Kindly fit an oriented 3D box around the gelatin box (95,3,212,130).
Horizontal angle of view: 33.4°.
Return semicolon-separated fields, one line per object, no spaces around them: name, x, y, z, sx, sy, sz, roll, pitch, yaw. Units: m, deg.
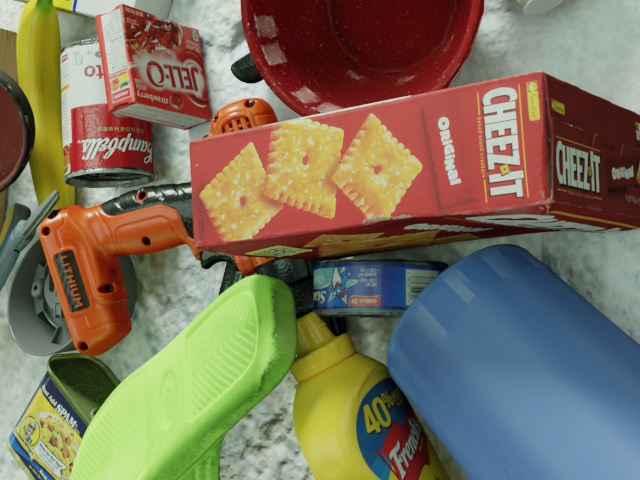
gelatin box;-0.119;-0.124;0.774;0.030;0.089;0.073;-15;79;31

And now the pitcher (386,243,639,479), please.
pitcher;0.144;0.123;0.568;0.149;0.144;0.243;-47;59;8

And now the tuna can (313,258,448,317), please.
tuna can;0.038;0.031;0.661;0.086;0.086;0.034;-3;84;34

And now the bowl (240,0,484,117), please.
bowl;0.032;-0.148;0.655;0.162;0.055;0.162;5;100;28

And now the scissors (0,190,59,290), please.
scissors;-0.230;-0.017;0.835;0.202;0.016;0.096;-44;32;44

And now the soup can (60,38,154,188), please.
soup can;-0.163;-0.095;0.814;0.069;0.068;0.102;-8;82;33

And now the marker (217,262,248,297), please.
marker;-0.055;0.001;0.764;0.020;0.020;0.121;17;96;33

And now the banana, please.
banana;-0.222;-0.105;0.856;0.070;0.037;0.198;-133;39;-73

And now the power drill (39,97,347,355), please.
power drill;-0.087;0.016;0.734;0.188;0.057;0.184;-20;84;12

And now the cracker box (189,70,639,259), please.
cracker box;0.059;-0.032;0.604;0.214;0.163;0.072;-6;85;34

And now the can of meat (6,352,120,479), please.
can of meat;-0.186;0.151;0.820;0.102;0.057;0.084;44;112;28

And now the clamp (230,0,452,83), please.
clamp;0.011;-0.172;0.720;0.172;0.039;0.120;-1;95;28

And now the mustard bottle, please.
mustard bottle;0.033;0.130;0.626;0.058;0.096;0.191;-31;85;29
